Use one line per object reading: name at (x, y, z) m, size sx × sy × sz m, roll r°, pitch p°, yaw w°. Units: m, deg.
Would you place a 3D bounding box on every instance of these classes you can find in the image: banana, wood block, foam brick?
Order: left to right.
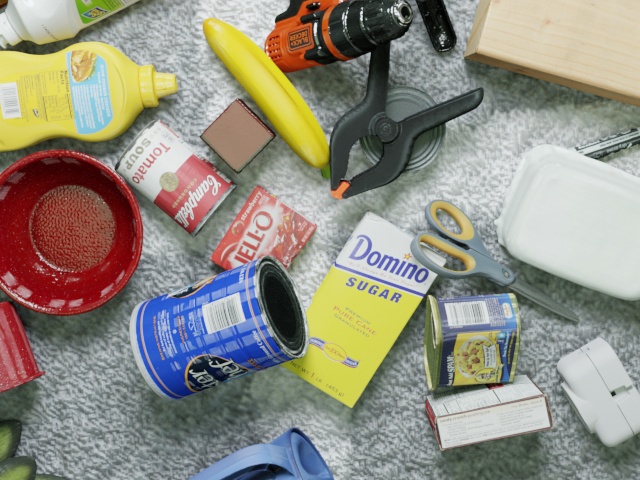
foam brick at (-0.078, -0.101, 1.030) m, size 0.053 × 0.078 × 0.051 m, roll 44°, pitch 94°, yaw -6°
banana at (-0.049, -0.139, 1.028) m, size 0.037 × 0.070 × 0.198 m, roll -38°, pitch 94°, yaw -18°
wood block at (0.252, -0.190, 1.010) m, size 0.206 × 0.091 × 0.090 m, roll 15°, pitch 96°, yaw -1°

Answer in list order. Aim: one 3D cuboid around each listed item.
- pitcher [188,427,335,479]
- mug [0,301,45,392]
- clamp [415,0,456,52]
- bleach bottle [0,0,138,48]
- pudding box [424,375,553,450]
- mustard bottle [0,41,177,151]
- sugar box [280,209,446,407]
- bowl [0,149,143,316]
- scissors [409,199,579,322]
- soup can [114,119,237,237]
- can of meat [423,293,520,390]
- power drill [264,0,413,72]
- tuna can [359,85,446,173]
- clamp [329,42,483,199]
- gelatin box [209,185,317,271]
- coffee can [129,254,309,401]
pitcher at (-0.100, 0.289, 1.045) m, size 0.243 × 0.145 × 0.149 m, roll -29°, pitch 91°, yaw 6°
mug at (-0.339, 0.113, 1.045) m, size 0.117 × 0.093 × 0.081 m, roll -20°, pitch 91°, yaw -27°
clamp at (0.076, -0.284, 0.980) m, size 0.036 × 0.164 × 0.210 m, roll -20°, pitch 86°, yaw 9°
bleach bottle at (-0.202, -0.259, 1.002) m, size 0.251 × 0.102 × 0.068 m, roll -29°, pitch 66°, yaw 4°
pudding box at (0.164, 0.169, 1.051) m, size 0.113 × 0.090 × 0.039 m, roll -14°, pitch 95°, yaw 1°
mustard bottle at (-0.235, -0.143, 1.036) m, size 0.191 × 0.058 × 0.096 m, roll -6°, pitch 98°, yaw 1°
sugar box at (0.040, 0.067, 1.063) m, size 0.093 × 0.048 × 0.176 m, roll 31°, pitch 97°, yaw -3°
bowl at (-0.250, -0.009, 1.052) m, size 0.162 × 0.055 × 0.162 m, roll 0°, pitch 96°, yaw 1°
scissors at (0.174, 0.018, 1.065) m, size 0.201 × 0.016 × 0.096 m, roll 17°, pitch 53°, yaw -26°
soup can at (-0.141, -0.061, 1.040) m, size 0.102 × 0.068 × 0.068 m, roll 40°, pitch 95°, yaw -3°
can of meat at (0.147, 0.098, 1.043) m, size 0.084 × 0.057 × 0.102 m, roll -4°, pitch 135°, yaw -2°
power drill at (0.007, -0.256, 0.977) m, size 0.057 × 0.185 × 0.187 m, roll -5°, pitch 90°, yaw -41°
tuna can at (0.079, -0.109, 1.049) m, size 0.086 × 0.034 × 0.086 m, roll 0°, pitch 96°, yaw 1°
clamp at (0.072, -0.107, 1.012) m, size 0.120 × 0.039 × 0.171 m, roll 28°, pitch 102°, yaw 2°
gelatin box at (-0.057, 0.001, 1.064) m, size 0.073 × 0.030 × 0.089 m, roll 34°, pitch 95°, yaw -3°
coffee can at (-0.096, 0.085, 1.021) m, size 0.140 × 0.102 × 0.103 m, roll -21°, pitch 96°, yaw 19°
